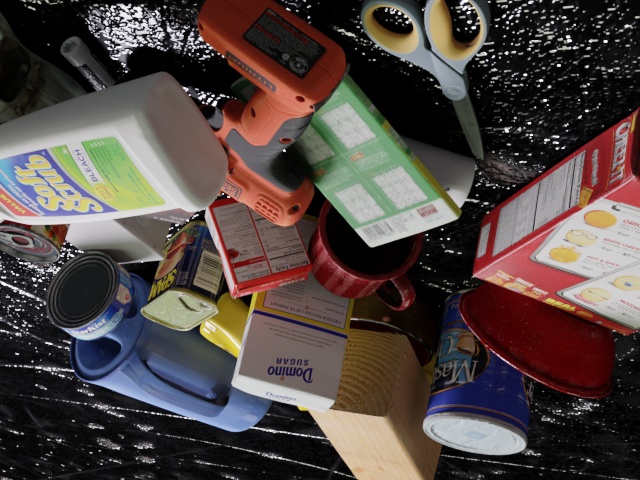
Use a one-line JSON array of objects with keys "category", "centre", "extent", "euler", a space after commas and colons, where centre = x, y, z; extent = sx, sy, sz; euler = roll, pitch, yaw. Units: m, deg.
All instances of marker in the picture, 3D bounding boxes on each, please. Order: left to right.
[{"category": "marker", "centre": [-0.171, -0.122, 0.876], "extent": [0.020, 0.020, 0.121], "euler": [-1, 150, 27]}]

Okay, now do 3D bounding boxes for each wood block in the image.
[{"category": "wood block", "centre": [0.064, 0.181, 1.123], "extent": [0.090, 0.090, 0.206], "euler": [6, 149, 23]}]

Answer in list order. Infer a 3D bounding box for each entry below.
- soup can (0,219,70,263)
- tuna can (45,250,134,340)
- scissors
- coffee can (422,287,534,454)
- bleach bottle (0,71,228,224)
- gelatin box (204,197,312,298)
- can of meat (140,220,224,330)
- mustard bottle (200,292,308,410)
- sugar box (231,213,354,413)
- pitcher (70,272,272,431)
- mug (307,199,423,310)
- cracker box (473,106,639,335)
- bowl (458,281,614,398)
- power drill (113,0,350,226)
[{"category": "soup can", "centre": [-0.258, -0.039, 0.987], "extent": [0.068, 0.102, 0.068], "euler": [11, 154, 5]}, {"category": "tuna can", "centre": [-0.229, 0.056, 1.065], "extent": [0.086, 0.086, 0.033], "euler": [-2, 152, 28]}, {"category": "scissors", "centre": [0.078, -0.120, 0.769], "extent": [0.096, 0.016, 0.202], "euler": [11, 154, 9]}, {"category": "coffee can", "centre": [0.166, 0.133, 1.080], "extent": [0.103, 0.140, 0.103], "euler": [11, 154, 5]}, {"category": "bleach bottle", "centre": [-0.199, -0.051, 0.814], "extent": [0.251, 0.068, 0.102], "euler": [-12, 126, 31]}, {"category": "gelatin box", "centre": [-0.056, 0.001, 0.959], "extent": [0.073, 0.089, 0.030], "euler": [-14, 157, -17]}, {"category": "can of meat", "centre": [-0.134, 0.036, 1.096], "extent": [0.057, 0.084, 0.102], "euler": [25, 152, -21]}, {"category": "mustard bottle", "centre": [-0.046, 0.137, 1.205], "extent": [0.191, 0.058, 0.096], "euler": [37, 165, 3]}, {"category": "sugar box", "centre": [-0.018, 0.063, 0.990], "extent": [0.093, 0.176, 0.048], "euler": [17, 153, -7]}, {"category": "pitcher", "centre": [-0.164, 0.150, 1.275], "extent": [0.145, 0.149, 0.242], "euler": [-17, 144, 39]}, {"category": "mug", "centre": [0.043, 0.012, 0.947], "extent": [0.117, 0.093, 0.082], "euler": [51, 158, 7]}, {"category": "cracker box", "centre": [0.248, -0.006, 0.848], "extent": [0.164, 0.072, 0.214], "euler": [21, 152, -16]}, {"category": "bowl", "centre": [0.210, 0.073, 0.979], "extent": [0.162, 0.162, 0.055], "euler": [21, 113, -15]}, {"category": "power drill", "centre": [-0.068, -0.106, 0.796], "extent": [0.184, 0.057, 0.188], "euler": [33, 150, 0]}]
